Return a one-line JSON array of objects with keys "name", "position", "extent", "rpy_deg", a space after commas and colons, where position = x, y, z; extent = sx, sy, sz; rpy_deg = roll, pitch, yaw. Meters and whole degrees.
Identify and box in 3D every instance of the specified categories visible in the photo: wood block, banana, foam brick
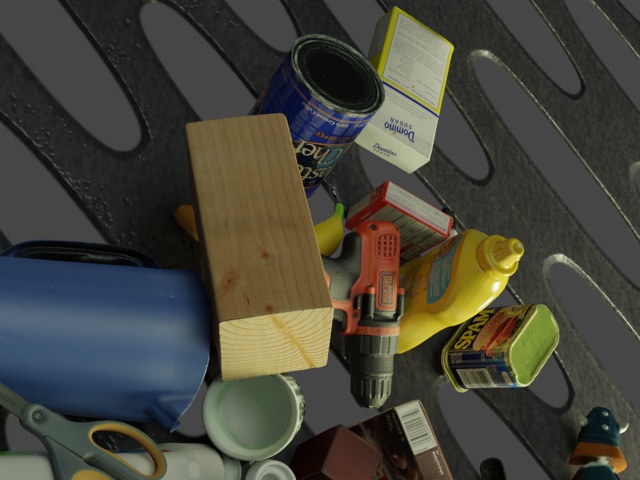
[{"name": "wood block", "position": [-0.055, 0.001, 0.894], "extent": [0.090, 0.091, 0.206], "rpy_deg": [-7, 53, -10]}, {"name": "banana", "position": [-0.049, -0.003, 1.051], "extent": [0.197, 0.037, 0.070], "rpy_deg": [0, 47, -36]}, {"name": "foam brick", "position": [0.010, 0.208, 0.959], "extent": [0.051, 0.078, 0.053], "rpy_deg": [36, 53, -13]}]

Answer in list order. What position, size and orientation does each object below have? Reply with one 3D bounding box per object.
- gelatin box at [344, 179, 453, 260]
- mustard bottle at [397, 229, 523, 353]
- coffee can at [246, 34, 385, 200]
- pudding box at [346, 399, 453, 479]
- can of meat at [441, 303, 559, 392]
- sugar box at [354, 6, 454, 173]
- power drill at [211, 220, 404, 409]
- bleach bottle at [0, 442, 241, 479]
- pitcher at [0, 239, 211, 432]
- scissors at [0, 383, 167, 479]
[{"name": "gelatin box", "position": [0.082, -0.020, 1.119], "extent": [0.089, 0.073, 0.030], "rpy_deg": [27, 56, -20]}, {"name": "mustard bottle", "position": [0.128, 0.040, 1.044], "extent": [0.058, 0.192, 0.096], "rpy_deg": [34, 54, -16]}, {"name": "coffee can", "position": [-0.016, -0.115, 1.043], "extent": [0.102, 0.141, 0.103], "rpy_deg": [20, 45, -21]}, {"name": "pudding box", "position": [0.076, 0.214, 0.992], "extent": [0.039, 0.090, 0.113], "rpy_deg": [-10, 73, -38]}, {"name": "can of meat", "position": [0.189, 0.110, 1.113], "extent": [0.102, 0.084, 0.057], "rpy_deg": [-46, 115, -39]}, {"name": "sugar box", "position": [0.093, -0.172, 1.219], "extent": [0.093, 0.048, 0.176], "rpy_deg": [29, 59, -20]}, {"name": "power drill", "position": [-0.008, 0.069, 1.011], "extent": [0.187, 0.057, 0.184], "rpy_deg": [3, 88, -29]}, {"name": "bleach bottle", "position": [-0.177, 0.192, 0.841], "extent": [0.250, 0.103, 0.068], "rpy_deg": [3, 78, -39]}, {"name": "pitcher", "position": [-0.220, 0.067, 0.851], "extent": [0.242, 0.149, 0.145], "rpy_deg": [9, 87, -27]}, {"name": "scissors", "position": [-0.202, 0.147, 0.761], "extent": [0.201, 0.016, 0.096], "rpy_deg": [27, 50, -25]}]
